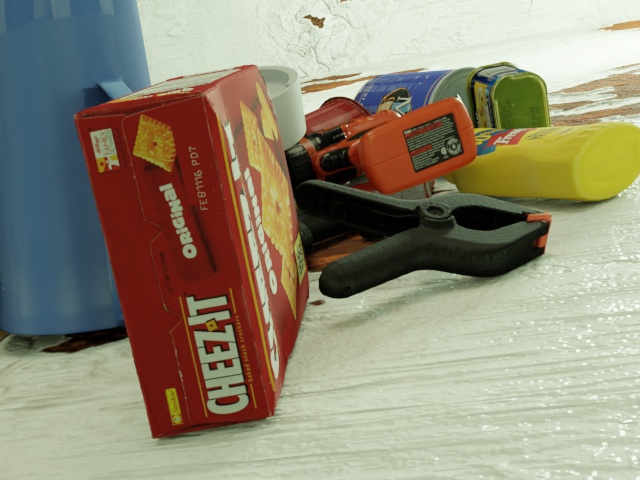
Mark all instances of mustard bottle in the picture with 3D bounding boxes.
[{"bbox_3d":[0.168,-0.067,0.901,0.096,0.058,0.192,-26,19,-35],"label":"mustard bottle"}]

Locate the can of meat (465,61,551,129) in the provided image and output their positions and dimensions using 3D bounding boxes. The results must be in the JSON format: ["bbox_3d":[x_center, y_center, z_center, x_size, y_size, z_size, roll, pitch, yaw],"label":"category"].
[{"bbox_3d":[0.178,-0.113,1.000,0.057,0.102,0.084,-12,14,-3],"label":"can of meat"}]

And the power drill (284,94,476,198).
[{"bbox_3d":[0.028,-0.072,0.905,0.184,0.057,0.188,-25,13,-23],"label":"power drill"}]

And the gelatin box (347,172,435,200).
[{"bbox_3d":[0.066,-0.050,0.985,0.073,0.030,0.089,-10,13,11],"label":"gelatin box"}]

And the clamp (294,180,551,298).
[{"bbox_3d":[0.068,0.001,0.689,0.171,0.039,0.120,2,38,-1],"label":"clamp"}]

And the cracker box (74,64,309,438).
[{"bbox_3d":[-0.059,-0.009,0.600,0.072,0.164,0.213,-11,12,6],"label":"cracker box"}]

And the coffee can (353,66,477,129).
[{"bbox_3d":[0.111,-0.124,1.102,0.102,0.103,0.141,-18,14,-29],"label":"coffee can"}]

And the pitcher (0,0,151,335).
[{"bbox_3d":[-0.163,-0.060,0.735,0.149,0.243,0.145,-4,9,6],"label":"pitcher"}]

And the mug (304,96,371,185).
[{"bbox_3d":[-0.006,-0.098,1.099,0.117,0.093,0.081,33,42,28],"label":"mug"}]
